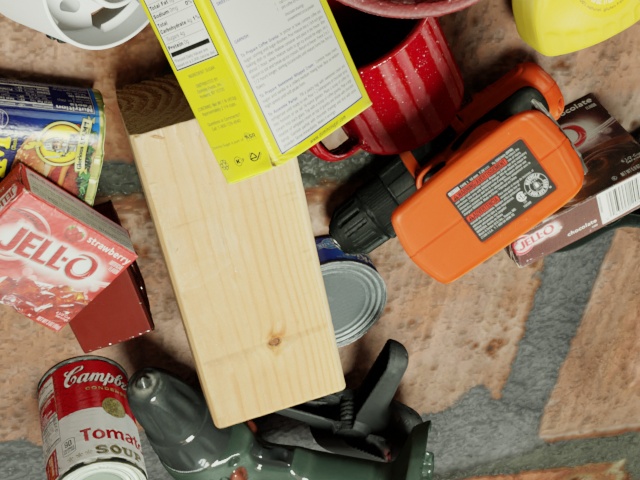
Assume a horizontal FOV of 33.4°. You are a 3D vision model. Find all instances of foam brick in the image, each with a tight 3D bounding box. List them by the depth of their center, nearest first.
[{"bbox_3d":[-0.147,0.026,0.705,0.051,0.053,0.078,-19,132,-6],"label":"foam brick"}]

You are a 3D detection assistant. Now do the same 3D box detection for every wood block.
[{"bbox_3d":[-0.054,0.001,0.668,0.090,0.090,0.206,-16,119,-9],"label":"wood block"}]

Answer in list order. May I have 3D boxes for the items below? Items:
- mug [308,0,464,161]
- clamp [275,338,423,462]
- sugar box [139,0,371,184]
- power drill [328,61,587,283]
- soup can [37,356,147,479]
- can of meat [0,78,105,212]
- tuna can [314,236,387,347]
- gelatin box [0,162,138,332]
[{"bbox_3d":[0.030,-0.097,0.641,0.117,0.093,0.081,-53,138,-16],"label":"mug"},{"bbox_3d":[0.014,0.136,0.848,0.165,0.036,0.210,-5,147,20],"label":"clamp"},{"bbox_3d":[-0.046,-0.127,0.540,0.048,0.093,0.176,-15,107,41],"label":"sugar box"},{"bbox_3d":[0.079,-0.036,0.659,0.184,0.187,0.057,-39,102,11],"label":"power drill"},{"bbox_3d":[-0.163,0.141,0.759,0.068,0.102,0.068,-10,130,-13],"label":"soup can"},{"bbox_3d":[-0.178,-0.046,0.633,0.083,0.057,0.102,3,127,-26],"label":"can of meat"},{"bbox_3d":[0.003,0.039,0.784,0.086,0.034,0.086,-10,130,-13],"label":"tuna can"},{"bbox_3d":[-0.164,0.007,0.624,0.073,0.030,0.089,-42,134,13],"label":"gelatin box"}]
